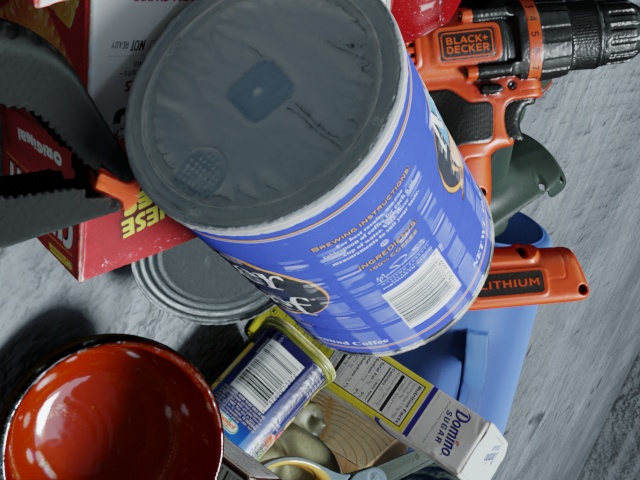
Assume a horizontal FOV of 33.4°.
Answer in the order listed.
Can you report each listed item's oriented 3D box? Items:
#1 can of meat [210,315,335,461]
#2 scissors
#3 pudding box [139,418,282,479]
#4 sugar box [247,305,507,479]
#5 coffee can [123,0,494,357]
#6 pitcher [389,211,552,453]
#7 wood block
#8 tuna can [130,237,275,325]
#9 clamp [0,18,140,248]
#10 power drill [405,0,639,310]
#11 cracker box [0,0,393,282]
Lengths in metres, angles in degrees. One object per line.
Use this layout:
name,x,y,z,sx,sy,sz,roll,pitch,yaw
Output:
can of meat,-0.046,0.104,0.675,0.083,0.057,0.102,-46,179,-25
scissors,0.030,0.183,0.720,0.201,0.016,0.096,6,71,-36
pudding box,-0.087,0.143,0.595,0.090,0.114,0.039,-62,148,1
sugar box,0.040,0.100,0.722,0.048,0.176,0.093,-58,155,-8
coffee can,0.003,-0.024,0.416,0.103,0.103,0.140,-57,150,-9
pitcher,0.119,0.096,0.928,0.144,0.149,0.243,-13,125,-42
wood block,-0.005,0.224,0.875,0.090,0.090,0.206,-26,138,-52
tuna can,-0.054,0.001,0.547,0.034,0.086,0.086,-100,-164,-53
clamp,-0.132,-0.051,0.335,0.171,0.039,0.120,7,113,-39
power drill,0.119,-0.054,0.660,0.057,0.184,0.187,-83,167,-89
cracker box,-0.045,-0.108,0.438,0.163,0.072,0.214,-22,137,-38
